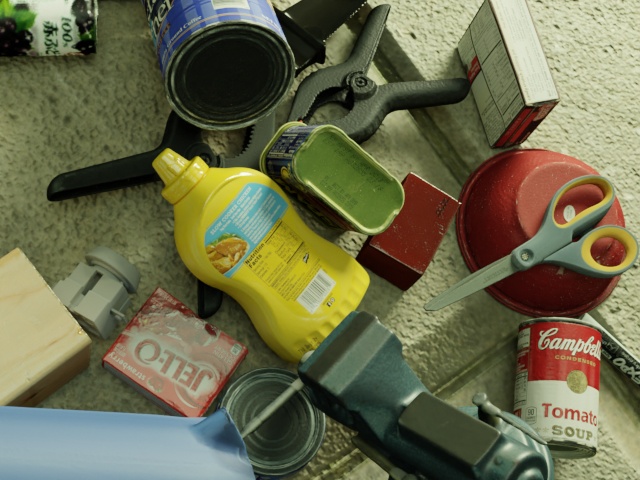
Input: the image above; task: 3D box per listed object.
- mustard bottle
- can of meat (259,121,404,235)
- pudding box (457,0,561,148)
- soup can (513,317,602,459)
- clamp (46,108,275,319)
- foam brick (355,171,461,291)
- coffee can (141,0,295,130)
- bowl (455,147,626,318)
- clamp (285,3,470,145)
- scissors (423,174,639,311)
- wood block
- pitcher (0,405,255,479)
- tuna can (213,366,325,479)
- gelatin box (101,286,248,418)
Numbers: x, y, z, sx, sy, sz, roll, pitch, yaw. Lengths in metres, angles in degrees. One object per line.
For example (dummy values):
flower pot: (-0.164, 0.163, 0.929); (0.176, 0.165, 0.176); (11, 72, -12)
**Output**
mustard bottle: (-0.056, 0.001, 0.829); (0.191, 0.058, 0.096); (45, 68, -14)
can of meat: (0.010, -0.049, 0.857); (0.102, 0.084, 0.057); (39, 82, -18)
pudding box: (0.164, -0.150, 0.940); (0.039, 0.090, 0.113); (-12, 74, -16)
soup can: (0.192, 0.120, 0.865); (0.068, 0.069, 0.102); (11, 70, -9)
clamp: (-0.110, -0.062, 0.875); (0.164, 0.036, 0.210); (33, 67, -10)
foam brick: (0.073, -0.007, 0.891); (0.053, 0.051, 0.078); (32, 68, -1)
coffee can: (-0.086, -0.172, 0.858); (0.102, 0.103, 0.140); (-6, 46, -15)
bowl: (0.202, -0.016, 0.921); (0.162, 0.055, 0.162); (4, 71, -11)
clamp: (0.032, -0.139, 0.936); (0.171, 0.039, 0.120); (-26, 62, -17)
scissors: (0.182, 0.024, 0.863); (0.201, 0.016, 0.096); (-42, 85, -21)
wood block: (-0.273, 0.109, 0.754); (0.205, 0.091, 0.090); (-37, 83, -21)
pitcher: (-0.176, 0.179, 0.692); (0.242, 0.145, 0.149); (13, 67, -33)
tuna can: (-0.040, 0.142, 0.824); (0.086, 0.034, 0.086); (4, 71, -11)
gelatin box: (-0.113, 0.091, 0.828); (0.089, 0.030, 0.073); (35, 68, 1)
